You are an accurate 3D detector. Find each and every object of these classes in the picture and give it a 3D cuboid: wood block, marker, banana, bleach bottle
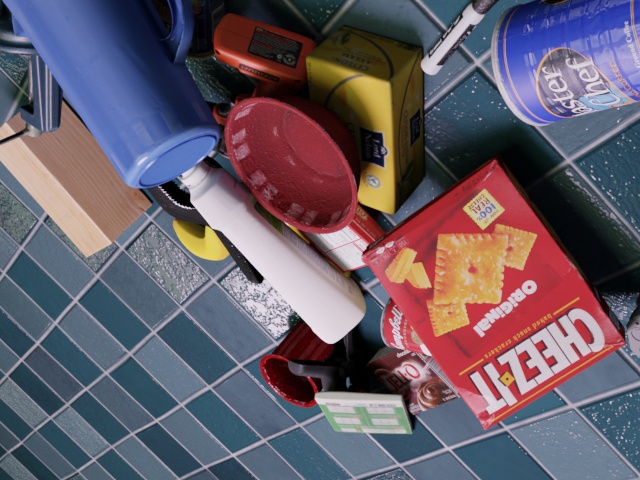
[{"bbox_3d":[-0.340,-0.090,1.444,0.206,0.090,0.090,50,145,-13],"label":"wood block"},{"bbox_3d":[0.126,-0.190,0.962,0.020,0.020,0.121,42,145,0],"label":"marker"},{"bbox_3d":[-0.145,-0.006,1.355,0.069,0.037,0.198,66,161,-5],"label":"banana"},{"bbox_3d":[-0.058,0.001,1.158,0.250,0.068,0.102,45,-174,-20],"label":"bleach bottle"}]

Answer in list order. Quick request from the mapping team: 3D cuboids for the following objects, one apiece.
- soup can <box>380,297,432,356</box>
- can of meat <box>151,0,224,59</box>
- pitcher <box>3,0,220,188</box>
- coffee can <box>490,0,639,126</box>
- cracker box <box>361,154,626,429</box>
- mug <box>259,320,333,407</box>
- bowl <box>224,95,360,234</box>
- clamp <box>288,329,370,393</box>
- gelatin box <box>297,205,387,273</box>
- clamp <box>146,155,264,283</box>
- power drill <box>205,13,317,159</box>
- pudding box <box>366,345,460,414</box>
[{"bbox_3d":[0.130,0.099,1.223,0.102,0.068,0.068,10,134,36],"label":"soup can"},{"bbox_3d":[-0.148,-0.251,1.124,0.102,0.057,0.084,26,139,20],"label":"can of meat"},{"bbox_3d":[-0.194,-0.183,1.052,0.243,0.144,0.149,58,159,9],"label":"pitcher"},{"bbox_3d":[0.221,-0.154,0.840,0.141,0.102,0.102,-9,121,48],"label":"coffee can"},{"bbox_3d":[0.167,0.050,1.035,0.164,0.072,0.214,-36,89,16],"label":"cracker box"},{"bbox_3d":[-0.020,0.168,1.424,0.093,0.081,0.117,25,141,22],"label":"mug"},{"bbox_3d":[-0.016,-0.086,1.058,0.162,0.055,0.162,28,143,23],"label":"bowl"},{"bbox_3d":[0.028,0.147,1.364,0.039,0.120,0.171,27,165,37],"label":"clamp"},{"bbox_3d":[0.028,-0.006,1.140,0.073,0.030,0.089,43,151,-15],"label":"gelatin box"},{"bbox_3d":[-0.109,-0.049,1.202,0.210,0.036,0.165,34,129,-16],"label":"clamp"},{"bbox_3d":[-0.087,-0.154,1.120,0.184,0.057,0.188,16,150,-6],"label":"power drill"},{"bbox_3d":[0.121,0.163,1.323,0.090,0.039,0.114,45,145,-5],"label":"pudding box"}]
